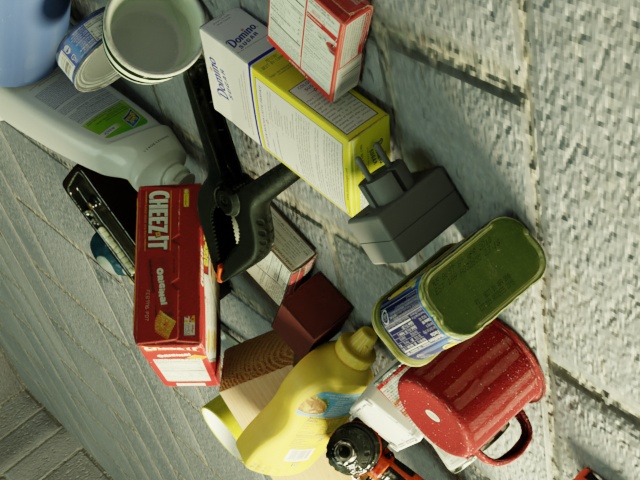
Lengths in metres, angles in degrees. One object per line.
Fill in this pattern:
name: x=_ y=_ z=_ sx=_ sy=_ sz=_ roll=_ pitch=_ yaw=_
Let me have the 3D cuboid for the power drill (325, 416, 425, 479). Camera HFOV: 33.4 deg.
power drill: x=0.087 y=0.246 z=1.036 sx=0.188 sy=0.057 sz=0.184 roll=41 pitch=-179 yaw=12

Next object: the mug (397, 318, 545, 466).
mug: x=0.121 y=0.125 z=0.839 sx=0.117 sy=0.081 sz=0.093 roll=56 pitch=157 yaw=-9

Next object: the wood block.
wood block: x=-0.024 y=0.207 z=1.191 sx=0.090 sy=0.091 sz=0.206 roll=-90 pitch=-25 yaw=-64

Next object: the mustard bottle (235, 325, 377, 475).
mustard bottle: x=-0.001 y=0.155 z=1.060 sx=0.192 sy=0.096 sz=0.058 roll=-54 pitch=47 yaw=30

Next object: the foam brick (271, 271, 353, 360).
foam brick: x=-0.010 y=0.076 z=1.056 sx=0.051 sy=0.053 sz=0.078 roll=48 pitch=157 yaw=10

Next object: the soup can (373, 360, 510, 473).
soup can: x=0.104 y=0.139 z=0.912 sx=0.102 sy=0.068 sz=0.069 roll=49 pitch=157 yaw=7

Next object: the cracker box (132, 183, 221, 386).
cracker box: x=-0.146 y=0.053 z=1.111 sx=0.214 sy=0.072 sz=0.164 roll=91 pitch=177 yaw=-72

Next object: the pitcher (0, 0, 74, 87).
pitcher: x=-0.310 y=-0.261 z=1.022 sx=0.145 sy=0.149 sz=0.243 roll=55 pitch=155 yaw=7

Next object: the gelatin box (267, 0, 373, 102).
gelatin box: x=-0.002 y=-0.150 z=0.737 sx=0.073 sy=0.030 sz=0.089 roll=46 pitch=156 yaw=19

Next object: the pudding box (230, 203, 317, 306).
pudding box: x=-0.057 y=0.001 z=1.055 sx=0.113 sy=0.039 sz=0.090 roll=45 pitch=155 yaw=12

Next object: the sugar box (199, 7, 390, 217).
sugar box: x=-0.020 y=-0.100 z=0.826 sx=0.176 sy=0.048 sz=0.093 roll=43 pitch=156 yaw=30

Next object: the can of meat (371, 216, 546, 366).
can of meat: x=0.095 y=0.034 z=0.732 sx=0.057 sy=0.102 sz=0.084 roll=52 pitch=156 yaw=3

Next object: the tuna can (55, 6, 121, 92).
tuna can: x=-0.206 y=-0.181 z=1.007 sx=0.034 sy=0.086 sz=0.086 roll=50 pitch=158 yaw=9

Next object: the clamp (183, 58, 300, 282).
clamp: x=-0.067 y=-0.041 z=0.962 sx=0.165 sy=0.036 sz=0.210 roll=34 pitch=134 yaw=35

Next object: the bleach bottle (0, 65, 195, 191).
bleach bottle: x=-0.238 y=-0.116 z=1.124 sx=0.251 sy=0.102 sz=0.068 roll=34 pitch=148 yaw=22
